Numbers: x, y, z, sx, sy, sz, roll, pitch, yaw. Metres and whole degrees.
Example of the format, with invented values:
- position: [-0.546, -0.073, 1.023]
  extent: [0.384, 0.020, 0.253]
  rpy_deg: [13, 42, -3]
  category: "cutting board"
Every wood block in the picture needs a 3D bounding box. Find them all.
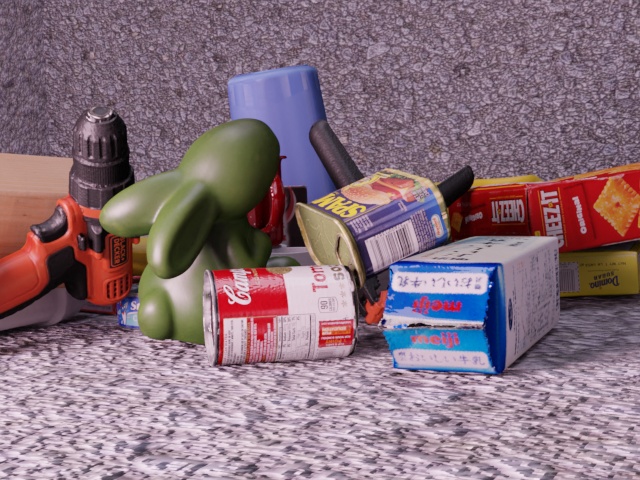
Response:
- position: [-0.262, -0.017, 0.883]
  extent: [0.205, 0.090, 0.091]
  rpy_deg: [0, 26, -48]
  category: "wood block"

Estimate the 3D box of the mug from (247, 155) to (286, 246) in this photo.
- position: [-0.068, -0.034, 0.962]
  extent: [0.093, 0.081, 0.117]
  rpy_deg: [-6, 6, -38]
  category: "mug"

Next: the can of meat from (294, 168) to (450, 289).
- position: [0.040, -0.013, 0.816]
  extent: [0.083, 0.057, 0.102]
  rpy_deg: [-25, 20, -16]
  category: "can of meat"

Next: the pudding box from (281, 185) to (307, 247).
- position: [-0.057, 0.001, 1.078]
  extent: [0.090, 0.113, 0.039]
  rpy_deg: [-3, 2, -5]
  category: "pudding box"

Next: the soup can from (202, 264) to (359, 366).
- position: [-0.029, 0.052, 0.757]
  extent: [0.102, 0.068, 0.068]
  rpy_deg: [-2, 5, -12]
  category: "soup can"

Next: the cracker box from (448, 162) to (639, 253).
- position: [0.253, -0.032, 1.027]
  extent: [0.213, 0.072, 0.164]
  rpy_deg: [-8, 2, -19]
  category: "cracker box"

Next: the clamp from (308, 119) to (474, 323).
- position: [0.050, -0.020, 0.955]
  extent: [0.164, 0.036, 0.210]
  rpy_deg: [21, 49, -4]
  category: "clamp"

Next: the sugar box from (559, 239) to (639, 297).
- position: [0.275, 0.025, 1.063]
  extent: [0.093, 0.048, 0.176]
  rpy_deg: [-2, 2, 21]
  category: "sugar box"

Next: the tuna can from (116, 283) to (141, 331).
- position: [-0.136, 0.057, 0.937]
  extent: [0.086, 0.034, 0.086]
  rpy_deg: [-2, 5, 0]
  category: "tuna can"

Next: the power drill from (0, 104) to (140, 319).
- position: [-0.222, -0.001, 0.807]
  extent: [0.187, 0.184, 0.057]
  rpy_deg: [-24, 47, -32]
  category: "power drill"

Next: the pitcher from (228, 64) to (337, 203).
- position: [-0.050, -0.081, 1.278]
  extent: [0.149, 0.243, 0.145]
  rpy_deg: [-13, 9, -25]
  category: "pitcher"
